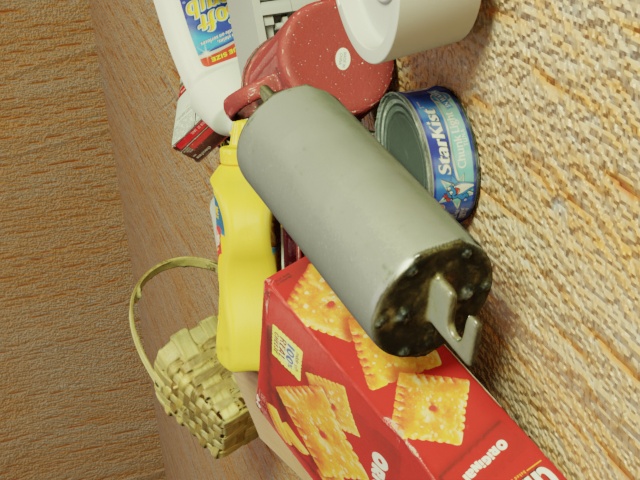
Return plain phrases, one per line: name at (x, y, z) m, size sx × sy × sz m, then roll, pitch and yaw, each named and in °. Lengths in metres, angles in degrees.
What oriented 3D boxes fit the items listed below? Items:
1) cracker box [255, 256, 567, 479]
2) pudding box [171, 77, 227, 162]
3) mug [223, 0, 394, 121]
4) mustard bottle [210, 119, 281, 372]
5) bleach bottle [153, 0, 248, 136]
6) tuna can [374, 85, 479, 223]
cracker box at (0.045, 0.128, 0.657) m, size 0.214 × 0.072 × 0.164 m, roll 49°, pitch 153°, yaw 26°
pudding box at (-0.101, -0.145, 1.038) m, size 0.090 × 0.039 × 0.113 m, roll -35°, pitch 41°, yaw 37°
mug at (-0.011, -0.109, 0.722) m, size 0.093 × 0.117 × 0.082 m, roll 70°, pitch 160°, yaw 4°
mustard bottle at (-0.056, 0.001, 0.841) m, size 0.096 × 0.058 × 0.192 m, roll -93°, pitch 2°, yaw -79°
bleach bottle at (-0.087, -0.183, 0.972) m, size 0.068 × 0.102 × 0.251 m, roll 103°, pitch 151°, yaw -53°
tuna can at (0.063, -0.049, 0.642) m, size 0.086 × 0.033 × 0.086 m, roll 169°, pitch 90°, yaw -75°
